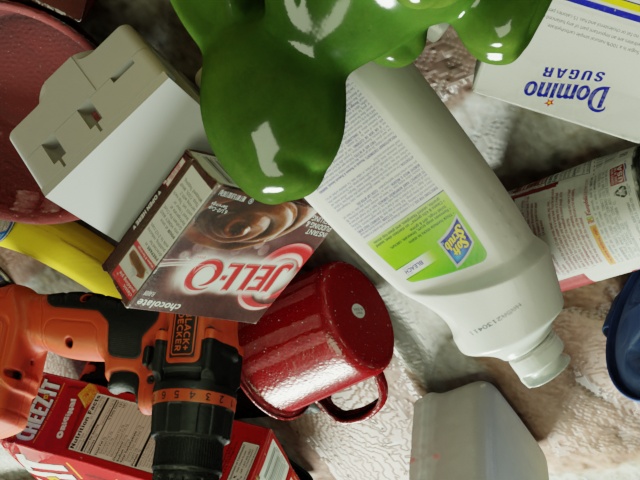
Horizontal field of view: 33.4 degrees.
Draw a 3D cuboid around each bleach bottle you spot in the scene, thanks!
[{"bbox_3d":[0.045,-0.022,0.590,0.103,0.068,0.251,-35,93,38],"label":"bleach bottle"}]

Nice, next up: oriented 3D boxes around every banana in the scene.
[{"bbox_3d":[-0.170,0.021,0.777,0.197,0.037,0.070,30,151,-7],"label":"banana"}]

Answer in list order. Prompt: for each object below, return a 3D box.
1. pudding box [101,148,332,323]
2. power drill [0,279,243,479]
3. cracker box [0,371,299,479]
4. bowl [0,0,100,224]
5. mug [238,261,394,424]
[{"bbox_3d":[-0.054,0.001,0.607,0.113,0.039,0.090,15,119,-50],"label":"pudding box"},{"bbox_3d":[-0.141,0.093,0.695,0.188,0.184,0.057,-3,157,19],"label":"power drill"},{"bbox_3d":[-0.121,0.190,0.840,0.214,0.072,0.164,9,146,23],"label":"cracker box"},{"bbox_3d":[-0.184,-0.088,0.661,0.162,0.055,0.162,4,130,5],"label":"bowl"},{"bbox_3d":[0.002,0.075,0.724,0.082,0.093,0.117,-27,101,30],"label":"mug"}]
